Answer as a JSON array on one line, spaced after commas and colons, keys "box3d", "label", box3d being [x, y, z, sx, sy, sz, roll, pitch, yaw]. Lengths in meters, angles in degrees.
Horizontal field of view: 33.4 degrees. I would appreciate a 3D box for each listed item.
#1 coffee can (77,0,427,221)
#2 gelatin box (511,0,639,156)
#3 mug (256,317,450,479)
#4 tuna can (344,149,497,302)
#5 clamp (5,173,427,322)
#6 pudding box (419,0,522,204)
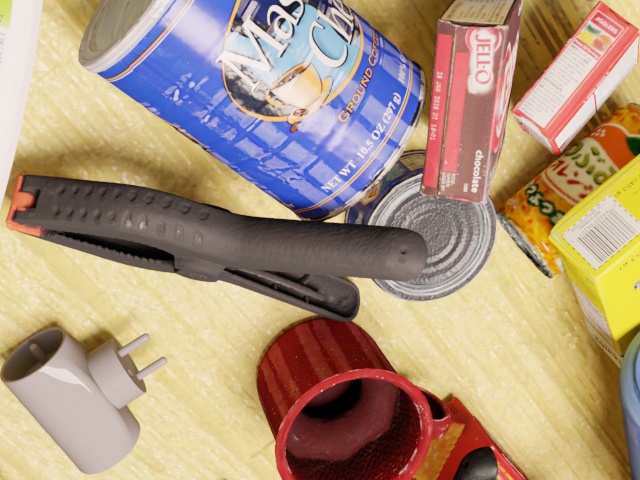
[{"box3d": [-0.032, -0.088, 0.527, 0.140, 0.103, 0.103, 35, 99, -27], "label": "coffee can"}, {"box3d": [0.142, -0.087, 0.592, 0.030, 0.089, 0.073, 41, 99, 12], "label": "gelatin box"}, {"box3d": [0.020, 0.098, 0.636, 0.117, 0.081, 0.093, 3, 112, -18], "label": "mug"}, {"box3d": [0.060, -0.008, 0.629, 0.086, 0.034, 0.086, -6, 114, -14], "label": "tuna can"}, {"box3d": [-0.054, 0.001, 0.550, 0.209, 0.165, 0.036, 15, 75, -14], "label": "clamp"}, {"box3d": [0.081, -0.080, 0.560, 0.039, 0.113, 0.090, 9, 113, 9], "label": "pudding box"}]
